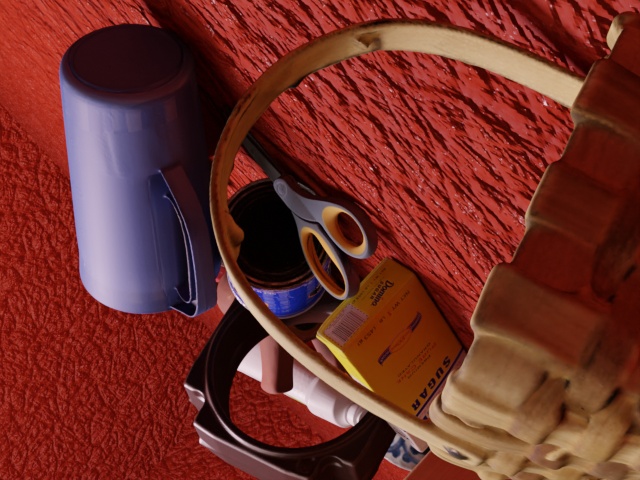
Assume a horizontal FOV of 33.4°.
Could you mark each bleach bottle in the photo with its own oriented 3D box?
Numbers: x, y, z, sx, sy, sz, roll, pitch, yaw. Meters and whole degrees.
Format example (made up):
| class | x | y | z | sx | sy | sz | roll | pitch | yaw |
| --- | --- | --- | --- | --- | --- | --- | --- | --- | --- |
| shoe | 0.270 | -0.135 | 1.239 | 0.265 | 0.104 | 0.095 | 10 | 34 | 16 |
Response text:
| class | x | y | z | sx | sy | sz | roll | pitch | yaw |
| --- | --- | --- | --- | --- | --- | --- | --- | --- | --- |
| bleach bottle | -0.020 | 0.173 | 1.324 | 0.251 | 0.068 | 0.102 | 24 | 177 | 46 |

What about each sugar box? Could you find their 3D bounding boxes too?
| class | x | y | z | sx | sy | sz | roll | pitch | yaw |
| --- | --- | --- | --- | --- | --- | --- | --- | --- | --- |
| sugar box | 0.075 | 0.104 | 0.940 | 0.048 | 0.093 | 0.176 | 33 | 165 | 49 |

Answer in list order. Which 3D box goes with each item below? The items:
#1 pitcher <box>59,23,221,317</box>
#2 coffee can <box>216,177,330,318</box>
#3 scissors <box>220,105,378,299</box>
| class | x | y | z | sx | sy | sz | roll | pitch | yaw |
| --- | --- | --- | --- | --- | --- | --- | --- | --- | --- |
| pitcher | -0.150 | -0.054 | 0.921 | 0.149 | 0.145 | 0.243 | 9 | 136 | 6 |
| coffee can | -0.040 | 0.011 | 0.986 | 0.103 | 0.102 | 0.140 | 43 | 169 | 9 |
| scissors | -0.015 | -0.046 | 0.884 | 0.096 | 0.016 | 0.202 | -37 | 79 | 50 |
